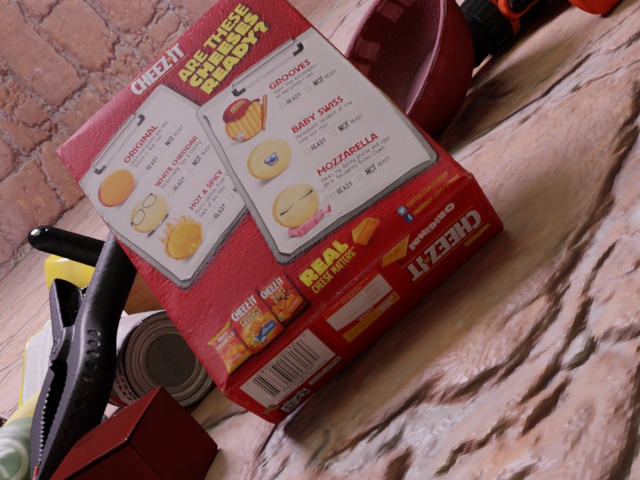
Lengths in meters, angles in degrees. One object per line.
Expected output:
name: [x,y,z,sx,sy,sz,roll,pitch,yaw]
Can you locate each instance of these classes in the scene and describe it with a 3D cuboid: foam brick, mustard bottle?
foam brick: [-0.106,0.129,0.601,0.078,0.051,0.053,-34,14,30]
mustard bottle: [-0.190,0.027,1.085,0.192,0.058,0.096,-4,1,43]

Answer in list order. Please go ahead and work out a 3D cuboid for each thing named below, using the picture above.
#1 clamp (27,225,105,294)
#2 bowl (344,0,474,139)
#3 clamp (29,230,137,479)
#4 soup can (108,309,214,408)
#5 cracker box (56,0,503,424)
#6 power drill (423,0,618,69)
clamp: [-0.180,0.021,0.975,0.171,0.120,0.039,-12,53,4]
bowl: [0.070,-0.127,0.823,0.162,0.055,0.162,-45,36,45]
clamp: [-0.161,0.075,0.707,0.165,0.036,0.210,-38,38,50]
soup can: [-0.119,0.084,0.745,0.068,0.068,0.102,-48,15,-23]
cracker box: [-0.030,-0.029,0.599,0.164,0.072,0.214,-42,54,1]
power drill: [0.173,-0.199,0.832,0.184,0.057,0.188,-48,15,-11]
